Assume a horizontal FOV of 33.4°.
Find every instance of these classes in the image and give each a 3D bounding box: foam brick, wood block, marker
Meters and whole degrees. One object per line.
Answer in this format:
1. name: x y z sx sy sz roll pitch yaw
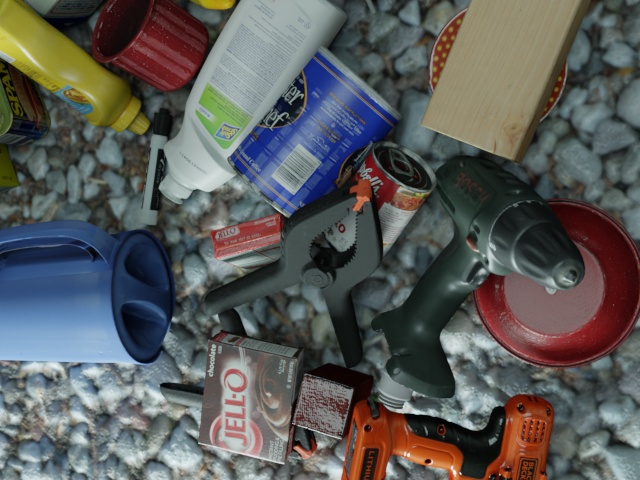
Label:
1. foam brick: 0.013 0.153 1.027 0.051 0.078 0.053 14 94 17
2. wood block: 0.175 -0.180 0.947 0.091 0.090 0.206 23 97 13
3. marker: -0.170 -0.077 1.103 0.020 0.020 0.121 10 94 15

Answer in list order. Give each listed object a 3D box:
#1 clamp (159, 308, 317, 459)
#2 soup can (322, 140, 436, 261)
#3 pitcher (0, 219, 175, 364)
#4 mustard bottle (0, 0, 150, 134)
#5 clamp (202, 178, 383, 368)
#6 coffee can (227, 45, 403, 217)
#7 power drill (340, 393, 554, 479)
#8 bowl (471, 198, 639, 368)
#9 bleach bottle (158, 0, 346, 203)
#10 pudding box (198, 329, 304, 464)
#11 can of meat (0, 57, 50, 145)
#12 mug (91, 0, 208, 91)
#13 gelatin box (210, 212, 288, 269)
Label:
1. clamp: -0.080 0.163 1.074 0.120 0.039 0.171 -44 81 22
2. soup can: 0.054 -0.033 1.001 0.068 0.068 0.102 41 123 11
3. pitcher: -0.282 0.055 1.077 0.243 0.144 0.149 -4 93 18
4. mustard bottle: -0.251 -0.167 1.067 0.191 0.096 0.058 37 76 -25
5. clamp: 0.006 0.032 0.987 0.164 0.036 0.210 26 126 -15
6. coffee can: -0.005 -0.098 1.010 0.103 0.102 0.140 42 98 11
7. power drill: 0.115 0.224 0.986 0.187 0.057 0.184 7 99 -7
8. bowl: 0.216 0.041 0.980 0.162 0.055 0.162 0 91 16
9. bleach bottle: -0.085 -0.148 1.057 0.102 0.068 0.251 39 103 9
10. pudding box: -0.066 0.150 1.026 0.090 0.039 0.113 10 104 13
11. can of meat: -0.335 -0.150 1.114 0.057 0.083 0.102 -22 85 14
12. mug: -0.166 -0.209 1.060 0.093 0.081 0.117 -31 49 30
13. gelatin box: -0.057 0.001 1.036 0.073 0.089 0.030 -14 77 14
